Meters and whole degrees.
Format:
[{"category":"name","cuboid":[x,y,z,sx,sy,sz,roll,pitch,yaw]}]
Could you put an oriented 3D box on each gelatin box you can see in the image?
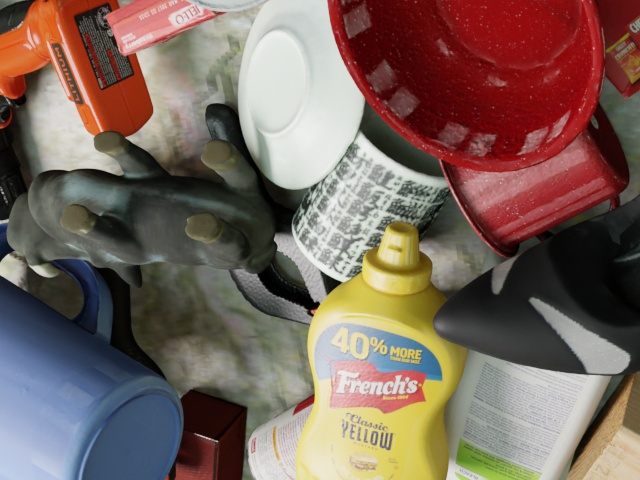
[{"category":"gelatin box","cuboid":[-0.080,-0.148,0.666,0.073,0.089,0.030,-17,105,28]}]

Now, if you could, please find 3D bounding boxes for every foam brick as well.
[{"category":"foam brick","cuboid":[-0.093,0.167,0.834,0.051,0.053,0.078,14,116,17]}]

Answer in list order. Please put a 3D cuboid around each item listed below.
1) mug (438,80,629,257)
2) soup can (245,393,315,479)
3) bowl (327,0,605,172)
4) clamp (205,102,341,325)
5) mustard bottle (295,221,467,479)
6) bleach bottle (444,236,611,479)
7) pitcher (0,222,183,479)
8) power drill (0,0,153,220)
[{"category":"mug","cuboid":[0.133,-0.040,0.627,0.082,0.093,0.117,-28,116,26]},{"category":"soup can","cuboid":[0.003,0.145,0.774,0.102,0.068,0.068,-35,96,32]},{"category":"bowl","cuboid":[0.083,-0.118,0.554,0.162,0.055,0.162,27,139,26]},{"category":"clamp","cuboid":[-0.055,0.001,0.753,0.171,0.039,0.120,53,128,3]},{"category":"mustard bottle","cuboid":[0.039,0.078,0.654,0.096,0.058,0.192,14,117,16]},{"category":"bleach bottle","cuboid":[0.120,0.122,0.717,0.102,0.068,0.251,25,122,12]},{"category":"pitcher","cuboid":[-0.210,0.092,0.752,0.243,0.144,0.149,22,116,32]},{"category":"power drill","cuboid":[-0.208,-0.101,0.749,0.188,0.057,0.184,-3,116,34]}]
